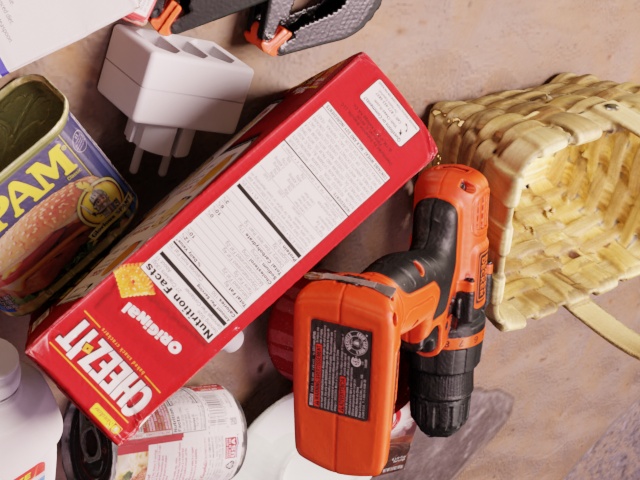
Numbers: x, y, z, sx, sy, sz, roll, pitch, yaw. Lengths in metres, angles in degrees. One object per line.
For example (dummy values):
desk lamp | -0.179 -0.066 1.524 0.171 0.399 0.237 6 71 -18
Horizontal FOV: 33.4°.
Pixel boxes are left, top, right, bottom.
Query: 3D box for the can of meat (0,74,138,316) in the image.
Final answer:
can of meat | -0.156 -0.021 0.557 0.102 0.058 0.084 -42 138 -9

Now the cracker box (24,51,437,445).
cracker box | -0.054 0.001 0.573 0.213 0.164 0.072 -43 101 -9

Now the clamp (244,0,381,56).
clamp | 0.029 -0.169 0.614 0.120 0.039 0.171 33 99 -28

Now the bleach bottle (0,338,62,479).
bleach bottle | -0.198 0.149 0.587 0.102 0.068 0.251 -20 144 -37

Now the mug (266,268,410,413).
mug | 0.025 0.059 0.732 0.117 0.082 0.093 -43 129 -32

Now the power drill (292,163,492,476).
power drill | 0.049 0.061 0.624 0.187 0.057 0.184 -34 128 -59

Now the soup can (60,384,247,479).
soup can | -0.107 0.130 0.691 0.102 0.069 0.068 1 117 -40
